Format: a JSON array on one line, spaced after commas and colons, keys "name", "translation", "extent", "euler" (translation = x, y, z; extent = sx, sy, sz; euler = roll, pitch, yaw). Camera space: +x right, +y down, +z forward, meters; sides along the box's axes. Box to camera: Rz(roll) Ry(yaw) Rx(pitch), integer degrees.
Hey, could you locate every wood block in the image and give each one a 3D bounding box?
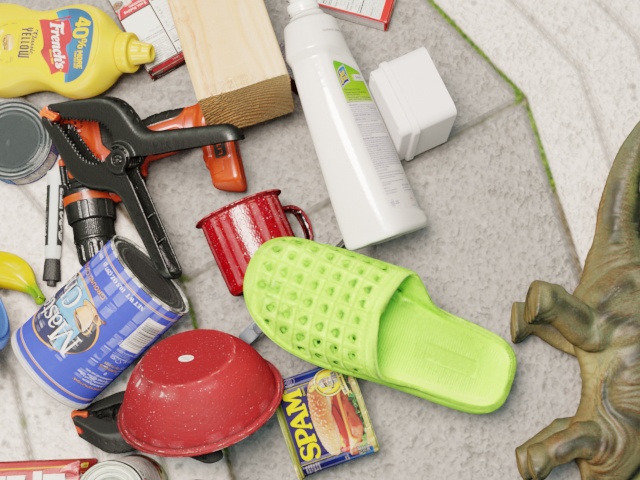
[{"name": "wood block", "translation": [-0.099, -0.221, 1.046], "extent": [0.090, 0.091, 0.206], "euler": [-17, 73, -2]}]

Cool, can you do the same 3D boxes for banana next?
[{"name": "banana", "translation": [-0.373, 0.046, 1.085], "extent": [0.198, 0.037, 0.069], "euler": [-10, 43, 7]}]

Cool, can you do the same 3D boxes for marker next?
[{"name": "marker", "translation": [-0.277, -0.012, 1.107], "extent": [0.020, 0.020, 0.121], "euler": [0, 80, 3]}]

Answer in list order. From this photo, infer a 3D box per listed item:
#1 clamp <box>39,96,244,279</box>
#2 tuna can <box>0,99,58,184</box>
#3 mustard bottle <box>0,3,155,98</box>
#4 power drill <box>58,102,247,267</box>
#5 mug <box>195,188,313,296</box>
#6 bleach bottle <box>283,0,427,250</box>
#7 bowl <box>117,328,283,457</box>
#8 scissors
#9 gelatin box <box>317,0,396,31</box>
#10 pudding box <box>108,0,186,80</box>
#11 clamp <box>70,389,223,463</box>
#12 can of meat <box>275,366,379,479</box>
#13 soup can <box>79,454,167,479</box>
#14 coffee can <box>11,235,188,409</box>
[{"name": "clamp", "translation": [-0.187, -0.068, 1.036], "extent": [0.210, 0.036, 0.165], "euler": [25, 104, 17]}, {"name": "tuna can", "translation": [-0.318, -0.102, 1.118], "extent": [0.086, 0.034, 0.086], "euler": [-1, 80, 3]}, {"name": "mustard bottle", "translation": [-0.261, -0.195, 1.101], "extent": [0.192, 0.058, 0.096], "euler": [4, 80, 15]}, {"name": "power drill", "translation": [-0.174, -0.068, 1.091], "extent": [0.187, 0.057, 0.184], "euler": [-12, 80, 1]}, {"name": "mug", "translation": [-0.057, 0.001, 1.064], "extent": [0.117, 0.093, 0.081], "euler": [-19, 83, -37]}, {"name": "bleach bottle", "translation": [0.024, -0.119, 1.033], "extent": [0.068, 0.102, 0.251], "euler": [-20, 87, 25]}, {"name": "bowl", "translation": [-0.118, 0.131, 1.002], "extent": [0.162, 0.162, 0.055], "euler": [-11, 118, 2]}, {"name": "scissors", "translation": [-0.006, 0.030, 1.050], "extent": [0.202, 0.096, 0.016], "euler": [-45, 91, -1]}, {"name": "gelatin box", "translation": [0.038, -0.269, 1.126], "extent": [0.089, 0.030, 0.073], "euler": [16, 83, 6]}, {"name": "pudding box", "translation": [-0.167, -0.239, 1.130], "extent": [0.090, 0.039, 0.113], "euler": [-29, 82, -2]}, {"name": "clamp", "translation": [-0.159, 0.179, 1.030], "extent": [0.171, 0.120, 0.039], "euler": [-11, 113, 5]}, {"name": "can of meat", "translation": [0.003, 0.172, 1.040], "extent": [0.084, 0.057, 0.102], "euler": [-19, 79, -2]}, {"name": "soup can", "translation": [-0.188, 0.240, 1.016], "extent": [0.068, 0.102, 0.068], "euler": [-1, 81, 3]}, {"name": "coffee can", "translation": [-0.213, 0.079, 1.033], "extent": [0.140, 0.102, 0.103], "euler": [-43, 80, 7]}]
